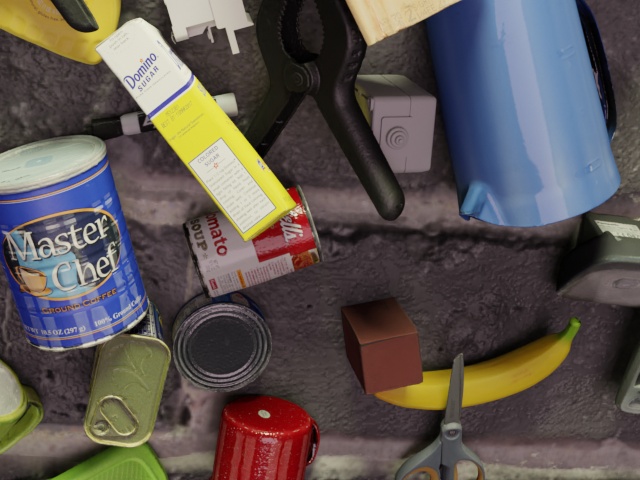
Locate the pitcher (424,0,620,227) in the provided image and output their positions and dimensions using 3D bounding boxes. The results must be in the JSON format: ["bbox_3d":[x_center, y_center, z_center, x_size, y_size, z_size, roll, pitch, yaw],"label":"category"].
[{"bbox_3d":[0.156,-0.144,0.844,0.145,0.149,0.243,-12,111,12],"label":"pitcher"}]

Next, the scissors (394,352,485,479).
[{"bbox_3d":[0.103,0.184,0.990,0.096,0.016,0.201,-16,129,4],"label":"scissors"}]

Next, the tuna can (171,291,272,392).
[{"bbox_3d":[-0.087,0.087,0.929,0.086,0.034,0.086,-4,112,-10],"label":"tuna can"}]

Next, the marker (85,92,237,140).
[{"bbox_3d":[-0.127,-0.098,0.854,0.121,0.020,0.020,-12,113,-7],"label":"marker"}]

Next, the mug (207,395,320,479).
[{"bbox_3d":[-0.044,0.189,0.956,0.117,0.093,0.081,-5,111,-43],"label":"mug"}]

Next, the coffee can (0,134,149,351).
[{"bbox_3d":[-0.200,0.001,0.834,0.102,0.103,0.140,-14,114,-6],"label":"coffee can"}]

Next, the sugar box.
[{"bbox_3d":[-0.089,-0.082,0.797,0.048,0.093,0.176,-36,92,4],"label":"sugar box"}]

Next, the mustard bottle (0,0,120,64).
[{"bbox_3d":[-0.168,-0.232,0.772,0.096,0.058,0.192,23,105,-14],"label":"mustard bottle"}]

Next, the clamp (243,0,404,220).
[{"bbox_3d":[0.001,-0.118,0.805,0.036,0.165,0.210,-28,131,-49],"label":"clamp"}]

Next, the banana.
[{"bbox_3d":[0.147,0.121,0.985,0.198,0.037,0.069,-20,124,3],"label":"banana"}]

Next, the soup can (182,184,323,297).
[{"bbox_3d":[-0.056,0.001,0.882,0.102,0.068,0.068,-18,114,-4],"label":"soup can"}]

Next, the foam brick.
[{"bbox_3d":[0.053,0.092,0.935,0.053,0.078,0.051,-10,112,-8],"label":"foam brick"}]

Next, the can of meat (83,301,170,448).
[{"bbox_3d":[-0.163,0.107,0.894,0.057,0.084,0.102,10,109,-15],"label":"can of meat"}]
